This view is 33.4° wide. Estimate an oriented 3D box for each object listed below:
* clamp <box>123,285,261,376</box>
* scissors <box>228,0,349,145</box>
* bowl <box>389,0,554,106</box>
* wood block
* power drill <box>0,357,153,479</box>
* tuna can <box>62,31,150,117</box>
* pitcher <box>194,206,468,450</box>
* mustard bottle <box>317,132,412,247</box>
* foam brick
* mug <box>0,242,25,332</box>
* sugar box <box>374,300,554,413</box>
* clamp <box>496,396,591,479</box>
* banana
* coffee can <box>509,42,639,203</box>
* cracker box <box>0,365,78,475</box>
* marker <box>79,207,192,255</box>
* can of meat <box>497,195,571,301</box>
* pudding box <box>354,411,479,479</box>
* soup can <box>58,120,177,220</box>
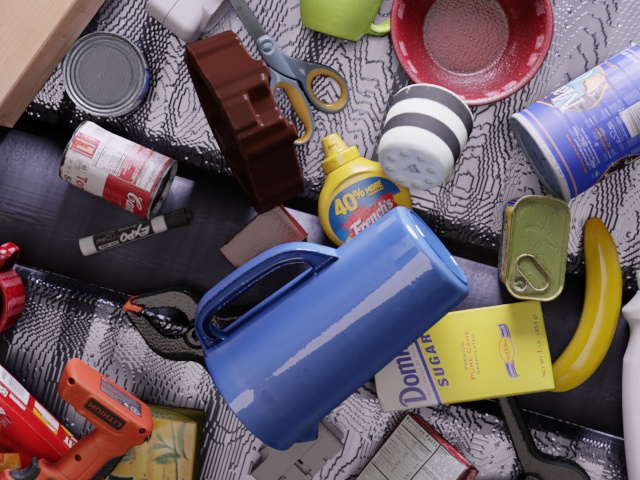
[{"bbox_3d":[-0.117,0.088,1.110,0.171,0.039,0.120,30,87,-7],"label":"clamp"},{"bbox_3d":[-0.034,-0.195,1.077,0.096,0.016,0.202,-20,109,-7],"label":"scissors"},{"bbox_3d":[0.149,-0.214,1.075,0.162,0.055,0.162,0,93,2],"label":"bowl"},{"bbox_3d":[-0.297,-0.224,1.072,0.091,0.090,0.206,37,93,-1],"label":"wood block"},{"bbox_3d":[-0.267,0.208,1.029,0.184,0.057,0.188,37,98,-18],"label":"power drill"},{"bbox_3d":[-0.220,-0.170,1.100,0.086,0.034,0.086,0,93,2],"label":"tuna can"},{"bbox_3d":[0.010,0.072,1.011,0.243,0.149,0.145,-39,65,11],"label":"pitcher"},{"bbox_3d":[0.052,-0.021,1.088,0.096,0.058,0.191,-28,92,3],"label":"mustard bottle"},{"bbox_3d":[-0.057,0.001,1.096,0.078,0.053,0.051,-42,91,4],"label":"foam brick"},{"bbox_3d":[-0.346,0.052,1.092,0.093,0.081,0.117,33,94,0],"label":"mug"},{"bbox_3d":[0.141,0.118,1.083,0.176,0.048,0.093,-10,81,7],"label":"sugar box"},{"bbox_3d":[0.217,0.243,1.108,0.210,0.036,0.164,27,94,4],"label":"clamp"},{"bbox_3d":[0.272,0.077,1.097,0.069,0.037,0.198,21,94,0],"label":"banana"},{"bbox_3d":[0.274,-0.115,1.053,0.140,0.103,0.103,-31,92,3],"label":"coffee can"},{"bbox_3d":[-0.360,0.254,1.093,0.214,0.072,0.164,-40,106,3],"label":"cracker box"},{"bbox_3d":[-0.192,-0.010,1.115,0.121,0.020,0.020,-17,93,2],"label":"marker"},{"bbox_3d":[0.211,0.006,1.071,0.057,0.084,0.102,5,93,1],"label":"can of meat"},{"bbox_3d":[0.092,0.246,1.090,0.090,0.039,0.113,42,95,34],"label":"pudding box"},{"bbox_3d":[-0.206,-0.072,1.088,0.102,0.068,0.068,25,94,1],"label":"soup can"}]
